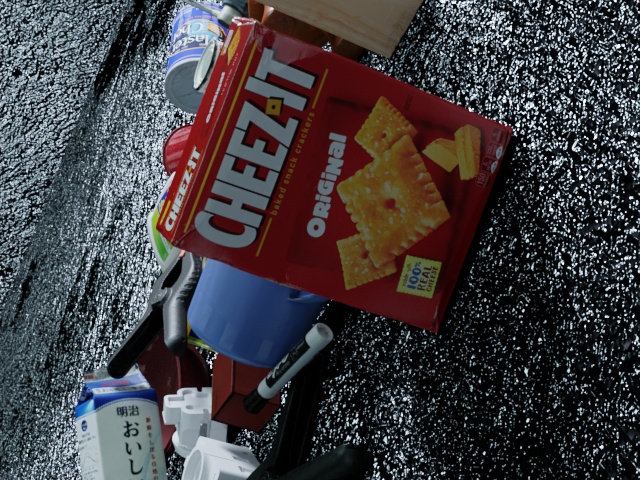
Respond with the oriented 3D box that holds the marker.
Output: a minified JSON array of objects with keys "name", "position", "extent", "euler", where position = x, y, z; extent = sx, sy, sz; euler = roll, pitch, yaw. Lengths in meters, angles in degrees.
[{"name":"marker","position":[-0.031,0.114,0.931],"extent":[0.121,0.020,0.020],"euler":[-47,30,32]}]

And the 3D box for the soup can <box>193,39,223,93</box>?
[{"name":"soup can","position":[-0.099,-0.202,1.332],"extent":[0.069,0.102,0.068],"euler":[-51,28,42]}]

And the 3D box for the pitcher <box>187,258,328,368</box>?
[{"name":"pitcher","position":[-0.021,-0.008,0.937],"extent":[0.243,0.145,0.149],"euler":[-65,-8,15]}]

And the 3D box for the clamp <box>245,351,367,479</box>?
[{"name":"clamp","position":[-0.034,0.203,0.918],"extent":[0.210,0.036,0.164],"euler":[-58,23,22]}]

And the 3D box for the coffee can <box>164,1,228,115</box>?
[{"name":"coffee can","position":[-0.172,-0.268,1.567],"extent":[0.103,0.102,0.140],"euler":[-52,28,41]}]

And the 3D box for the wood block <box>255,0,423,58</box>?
[{"name":"wood block","position":[-0.009,-0.266,1.020],"extent":[0.090,0.205,0.091],"euler":[-59,23,28]}]

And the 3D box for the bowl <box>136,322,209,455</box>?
[{"name":"bowl","position":[-0.171,0.172,1.224],"extent":[0.162,0.055,0.162],"euler":[-11,77,58]}]

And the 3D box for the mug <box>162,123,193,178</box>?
[{"name":"mug","position":[-0.143,-0.120,1.413],"extent":[0.117,0.093,0.082],"euler":[-39,15,-24]}]

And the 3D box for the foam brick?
[{"name":"foam brick","position":[-0.074,0.139,1.051],"extent":[0.053,0.051,0.078],"euler":[-54,26,39]}]

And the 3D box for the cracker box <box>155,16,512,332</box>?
[{"name":"cracker box","position":[0.013,-0.044,0.767],"extent":[0.164,0.213,0.072],"euler":[-69,21,5]}]

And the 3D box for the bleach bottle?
[{"name":"bleach bottle","position":[-0.160,-0.044,1.303],"extent":[0.251,0.068,0.102],"euler":[122,133,-62]}]

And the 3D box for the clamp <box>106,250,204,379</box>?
[{"name":"clamp","position":[-0.174,0.079,1.175],"extent":[0.120,0.039,0.171],"euler":[-23,31,29]}]
